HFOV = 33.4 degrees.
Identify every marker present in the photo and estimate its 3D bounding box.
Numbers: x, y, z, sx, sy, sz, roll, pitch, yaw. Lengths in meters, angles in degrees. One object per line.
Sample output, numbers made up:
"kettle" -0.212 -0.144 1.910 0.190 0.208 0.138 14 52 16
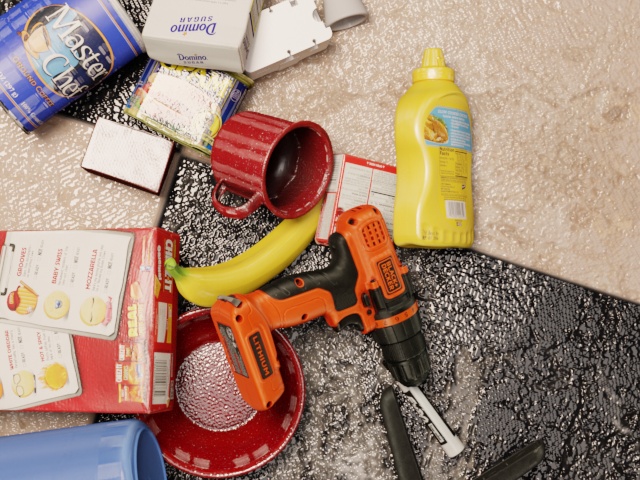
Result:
"marker" 0.099 0.159 1.049 0.020 0.020 0.121 -35 91 -4

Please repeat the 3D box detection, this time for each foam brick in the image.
"foam brick" -0.182 -0.080 1.020 0.078 0.051 0.053 19 86 -4

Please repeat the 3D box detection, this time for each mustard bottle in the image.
"mustard bottle" 0.109 -0.088 1.023 0.096 0.058 0.191 2 87 -47

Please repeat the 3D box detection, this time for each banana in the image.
"banana" -0.063 0.016 1.004 0.197 0.070 0.037 -27 55 -38

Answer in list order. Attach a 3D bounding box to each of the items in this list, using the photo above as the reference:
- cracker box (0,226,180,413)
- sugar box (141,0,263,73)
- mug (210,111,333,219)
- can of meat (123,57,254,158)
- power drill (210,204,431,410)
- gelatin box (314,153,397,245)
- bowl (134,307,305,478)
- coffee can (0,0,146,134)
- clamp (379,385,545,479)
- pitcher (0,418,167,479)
"cracker box" -0.238 0.073 0.972 0.214 0.072 0.164 -1 83 14
"sugar box" -0.097 -0.242 0.994 0.093 0.048 0.176 9 66 9
"mug" -0.055 -0.066 0.996 0.117 0.082 0.093 -52 137 -20
"can of meat" -0.127 -0.137 1.023 0.102 0.057 0.084 27 89 -3
"power drill" 0.006 0.081 0.978 0.187 0.057 0.184 -26 103 -25
"gelatin box" 0.039 -0.034 1.032 0.073 0.030 0.089 11 88 -29
"bowl" -0.096 0.142 1.018 0.162 0.055 0.162 0 89 -4
"coffee can" -0.246 -0.180 0.992 0.140 0.103 0.103 -37 91 -4
"clamp" 0.118 0.258 1.028 0.164 0.036 0.210 13 94 6
"pitcher" -0.262 0.240 0.953 0.243 0.149 0.145 -11 81 6
